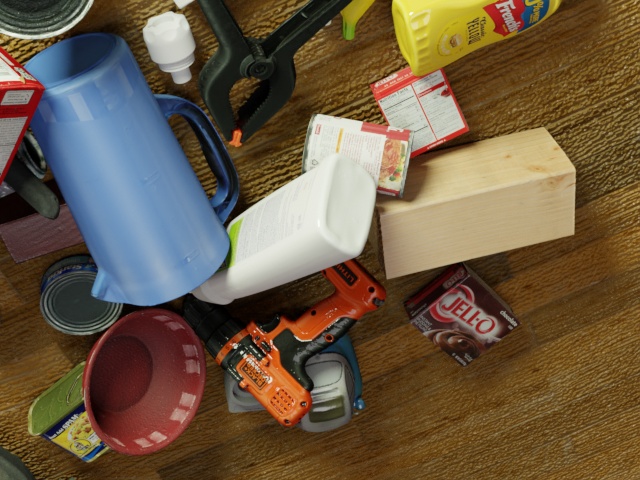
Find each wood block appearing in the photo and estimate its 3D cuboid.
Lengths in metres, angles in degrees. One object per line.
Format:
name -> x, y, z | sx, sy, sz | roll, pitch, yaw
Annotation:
wood block -> 0.153, -0.041, 1.124 | 0.206, 0.090, 0.091 | -14, 128, -5

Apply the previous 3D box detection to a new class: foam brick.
foam brick -> -0.275, -0.020, 1.055 | 0.078, 0.053, 0.051 | -17, 128, -1

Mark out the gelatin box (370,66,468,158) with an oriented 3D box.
gelatin box -> 0.100, -0.134, 1.079 | 0.073, 0.030, 0.089 | -26, 128, 7

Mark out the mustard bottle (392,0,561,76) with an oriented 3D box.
mustard bottle -> 0.165, -0.226, 1.002 | 0.191, 0.058, 0.096 | -23, 149, -2

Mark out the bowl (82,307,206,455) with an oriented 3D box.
bowl -> -0.203, 0.150, 1.170 | 0.161, 0.055, 0.162 | -7, 100, -44

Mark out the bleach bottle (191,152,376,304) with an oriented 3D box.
bleach bottle -> -0.057, 0.001, 1.071 | 0.068, 0.102, 0.251 | 33, 144, -30

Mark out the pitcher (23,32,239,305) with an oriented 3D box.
pitcher -> -0.179, -0.073, 1.004 | 0.145, 0.149, 0.243 | -11, 126, 14

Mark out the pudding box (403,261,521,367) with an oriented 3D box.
pudding box -> 0.167, 0.087, 1.254 | 0.090, 0.039, 0.113 | -40, 125, 16

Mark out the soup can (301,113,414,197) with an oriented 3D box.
soup can -> 0.037, -0.084, 1.057 | 0.102, 0.068, 0.068 | 10, 126, 5

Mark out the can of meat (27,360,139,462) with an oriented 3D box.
can of meat -> -0.267, 0.198, 1.218 | 0.102, 0.057, 0.083 | -38, 127, 14

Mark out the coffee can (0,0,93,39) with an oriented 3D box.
coffee can -> -0.231, -0.237, 0.849 | 0.102, 0.140, 0.103 | -7, 127, -9

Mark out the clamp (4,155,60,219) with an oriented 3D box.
clamp -> -0.299, -0.080, 0.957 | 0.120, 0.039, 0.171 | -8, 98, 9

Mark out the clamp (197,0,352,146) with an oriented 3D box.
clamp -> -0.050, -0.173, 0.987 | 0.164, 0.036, 0.210 | -7, 140, -18

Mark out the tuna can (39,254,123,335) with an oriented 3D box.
tuna can -> -0.253, 0.057, 1.131 | 0.086, 0.034, 0.086 | -7, 127, -9

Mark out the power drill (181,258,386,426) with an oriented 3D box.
power drill -> -0.037, 0.077, 1.149 | 0.184, 0.057, 0.188 | 45, 97, 11
